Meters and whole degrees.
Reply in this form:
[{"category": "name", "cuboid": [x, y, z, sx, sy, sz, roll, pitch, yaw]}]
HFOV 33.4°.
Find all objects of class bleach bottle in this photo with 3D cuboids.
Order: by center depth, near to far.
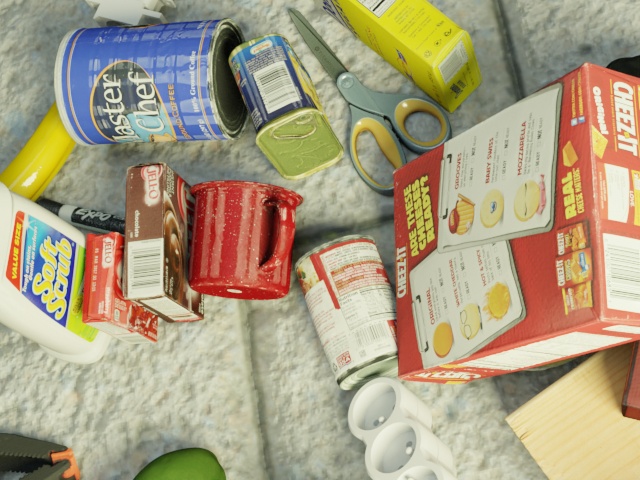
[{"category": "bleach bottle", "cuboid": [-0.233, 0.021, 0.809, 0.068, 0.250, 0.102, 13, 77, 19]}]

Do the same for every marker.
[{"category": "marker", "cuboid": [-0.198, -0.017, 0.936, 0.121, 0.020, 0.020, 13, 77, 19]}]

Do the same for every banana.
[{"category": "banana", "cuboid": [-0.267, -0.066, 0.956, 0.198, 0.037, 0.070, -48, 51, -4]}]

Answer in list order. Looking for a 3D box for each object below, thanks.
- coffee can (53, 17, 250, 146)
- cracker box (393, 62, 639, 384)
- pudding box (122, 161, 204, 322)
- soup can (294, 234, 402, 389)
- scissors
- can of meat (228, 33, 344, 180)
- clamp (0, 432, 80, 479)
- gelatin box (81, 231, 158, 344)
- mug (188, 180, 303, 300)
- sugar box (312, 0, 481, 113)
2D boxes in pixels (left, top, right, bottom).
[{"category": "coffee can", "cuboid": [-0.140, -0.134, 0.911, 0.140, 0.102, 0.103, 0, 73, 15]}, {"category": "cracker box", "cuboid": [0.135, 0.000, 0.721, 0.072, 0.214, 0.164, 10, 70, -27]}, {"category": "pudding box", "cuboid": [-0.126, 0.003, 0.871, 0.039, 0.090, 0.113, -5, 73, 15]}, {"category": "soup can", "cuboid": [0.028, 0.056, 0.823, 0.068, 0.068, 0.102, -24, 69, 7]}, {"category": "scissors", "cuboid": [0.044, -0.133, 0.906, 0.096, 0.016, 0.202, -21, 69, 7]}, {"category": "can of meat", "cuboid": [-0.029, -0.110, 0.874, 0.057, 0.102, 0.084, -24, 66, 7]}, {"category": "clamp", "cuboid": [-0.300, 0.210, 0.852, 0.210, 0.036, 0.164, -7, 39, -1]}, {"category": "gelatin box", "cuboid": [-0.160, 0.040, 0.870, 0.030, 0.089, 0.073, -4, 72, 15]}, {"category": "mug", "cuboid": [-0.056, 0.001, 0.846, 0.117, 0.093, 0.081, -11, 71, 53]}, {"category": "sugar box", "cuboid": [0.051, -0.186, 0.879, 0.176, 0.093, 0.048, 41, 87, 23]}]
